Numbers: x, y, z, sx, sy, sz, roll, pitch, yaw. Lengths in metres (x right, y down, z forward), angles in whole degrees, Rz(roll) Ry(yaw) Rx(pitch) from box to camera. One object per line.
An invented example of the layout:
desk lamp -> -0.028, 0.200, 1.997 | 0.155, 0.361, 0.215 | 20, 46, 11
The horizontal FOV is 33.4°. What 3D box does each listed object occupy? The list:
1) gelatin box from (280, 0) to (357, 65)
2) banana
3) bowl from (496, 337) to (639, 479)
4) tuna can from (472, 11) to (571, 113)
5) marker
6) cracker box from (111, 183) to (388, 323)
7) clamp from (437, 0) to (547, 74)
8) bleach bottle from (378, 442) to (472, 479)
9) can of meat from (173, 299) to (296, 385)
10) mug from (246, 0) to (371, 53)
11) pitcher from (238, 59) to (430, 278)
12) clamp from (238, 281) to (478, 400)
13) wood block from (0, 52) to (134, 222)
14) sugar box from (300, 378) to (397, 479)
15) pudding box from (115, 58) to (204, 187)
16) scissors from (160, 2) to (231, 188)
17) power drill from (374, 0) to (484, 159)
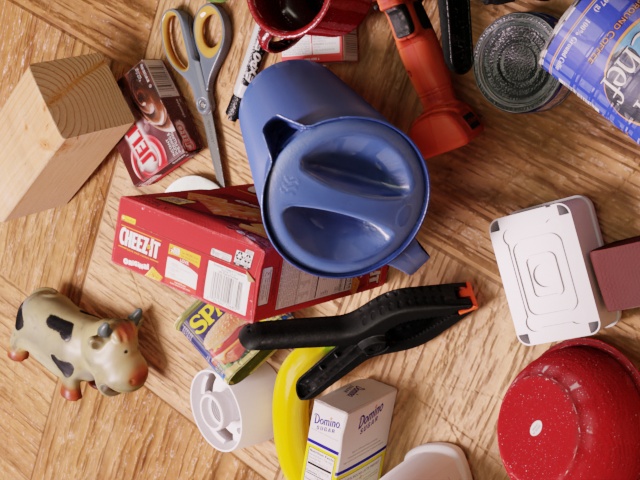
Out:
gelatin box -> -0.002, -0.212, 1.013 | 0.073, 0.030, 0.089 | 3, 97, 35
banana -> -0.018, 0.186, 1.091 | 0.070, 0.037, 0.198 | 13, 106, 33
bowl -> 0.197, 0.159, 0.883 | 0.162, 0.055, 0.162 | -20, 66, 53
tuna can -> 0.172, -0.149, 0.898 | 0.086, 0.033, 0.086 | 7, 102, 34
marker -> -0.070, -0.175, 1.074 | 0.020, 0.020, 0.121 | 34, 116, 26
cracker box -> -0.056, 0.001, 0.976 | 0.164, 0.213, 0.072 | 20, 108, 31
clamp -> 0.112, -0.225, 0.817 | 0.120, 0.039, 0.171 | -24, 87, 49
bleach bottle -> 0.051, 0.260, 0.923 | 0.068, 0.250, 0.102 | -15, 90, 36
can of meat -> -0.084, 0.086, 1.090 | 0.102, 0.057, 0.084 | -43, 73, 0
mug -> -0.012, -0.214, 0.949 | 0.093, 0.081, 0.117 | 46, 117, 21
pitcher -> 0.004, -0.069, 0.917 | 0.243, 0.145, 0.149 | -116, 24, -64
clamp -> 0.037, 0.082, 0.971 | 0.210, 0.164, 0.036 | -24, 59, 16
wood block -> -0.299, -0.110, 1.175 | 0.206, 0.090, 0.090 | -37, 76, 49
sugar box -> 0.021, 0.227, 1.037 | 0.048, 0.093, 0.176 | 17, 107, 32
pudding box -> -0.185, -0.126, 1.152 | 0.090, 0.039, 0.113 | -30, 80, 36
scissors -> -0.109, -0.157, 1.107 | 0.096, 0.016, 0.202 | -28, 83, 35
power drill -> 0.075, -0.163, 0.886 | 0.057, 0.184, 0.187 | -17, 96, 21
